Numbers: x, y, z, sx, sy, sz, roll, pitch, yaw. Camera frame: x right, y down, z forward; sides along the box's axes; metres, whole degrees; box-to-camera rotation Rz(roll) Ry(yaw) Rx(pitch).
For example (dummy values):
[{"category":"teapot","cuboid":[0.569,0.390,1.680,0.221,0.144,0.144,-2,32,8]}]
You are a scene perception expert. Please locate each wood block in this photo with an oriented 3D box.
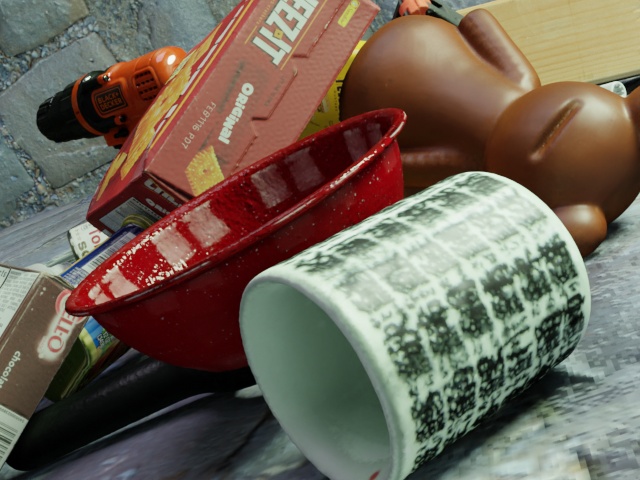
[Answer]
[{"category":"wood block","cuboid":[0.180,-0.168,0.944,0.206,0.091,0.090,-12,4,11]}]

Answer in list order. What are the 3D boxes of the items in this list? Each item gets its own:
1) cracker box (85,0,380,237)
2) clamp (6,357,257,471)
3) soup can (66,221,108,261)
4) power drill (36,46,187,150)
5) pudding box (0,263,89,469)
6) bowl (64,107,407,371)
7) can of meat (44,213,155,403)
[{"category":"cracker box","cuboid":[-0.068,-0.075,0.681,0.164,0.072,0.214,-60,15,-16]},{"category":"clamp","cuboid":[-0.053,0.056,0.529,0.210,0.036,0.164,-19,11,42]},{"category":"soup can","cuboid":[-0.182,0.000,1.022,0.102,0.068,0.068,-24,10,-5]},{"category":"power drill","cuboid":[-0.146,-0.052,0.876,0.185,0.187,0.057,-11,16,42]},{"category":"pudding box","cuboid":[-0.172,0.066,0.533,0.090,0.039,0.113,6,61,51]},{"category":"bowl","cuboid":[-0.024,0.007,0.449,0.162,0.055,0.162,-28,13,7]},{"category":"can of meat","cuboid":[-0.133,0.043,0.634,0.083,0.057,0.102,-41,-5,-38]}]
